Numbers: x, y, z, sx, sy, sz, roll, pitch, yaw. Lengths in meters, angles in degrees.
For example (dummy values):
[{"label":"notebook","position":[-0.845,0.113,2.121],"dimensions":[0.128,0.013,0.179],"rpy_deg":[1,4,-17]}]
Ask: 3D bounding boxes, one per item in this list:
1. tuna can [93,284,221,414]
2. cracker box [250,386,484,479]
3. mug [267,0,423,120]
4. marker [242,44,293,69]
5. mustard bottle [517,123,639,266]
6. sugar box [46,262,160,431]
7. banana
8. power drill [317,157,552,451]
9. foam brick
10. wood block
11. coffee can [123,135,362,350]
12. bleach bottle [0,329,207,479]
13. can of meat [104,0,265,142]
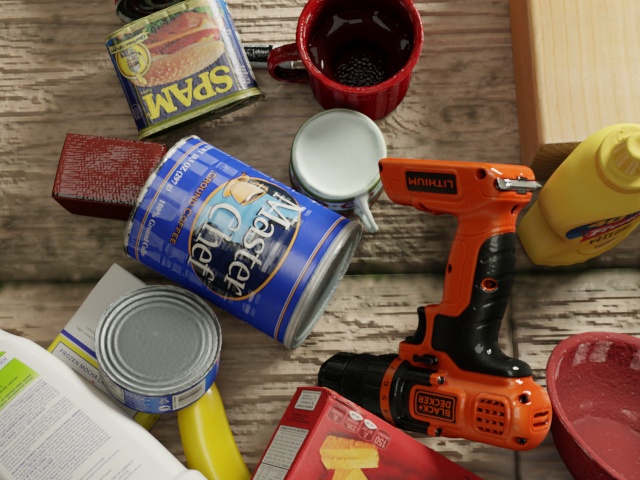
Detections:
[{"label":"tuna can","position":[-0.111,0.075,0.734],"dimensions":[0.086,0.034,0.086],"rpy_deg":[3,55,-5]},{"label":"cracker box","position":[0.015,0.226,0.693],"dimensions":[0.164,0.072,0.213],"rpy_deg":[33,73,-15]},{"label":"mug","position":[0.018,-0.138,0.810],"dimensions":[0.117,0.081,0.093],"rpy_deg":[-10,76,0]},{"label":"marker","position":[-0.082,-0.147,0.850],"dimensions":[0.121,0.020,0.020],"rpy_deg":[2,77,3]},{"label":"mustard bottle","position":[0.192,-0.034,0.720],"dimensions":[0.096,0.191,0.058],"rpy_deg":[-22,77,-3]},{"label":"sugar box","position":[-0.166,0.114,0.779],"dimensions":[0.093,0.048,0.176],"rpy_deg":[36,77,10]},{"label":"banana","position":[-0.046,0.177,0.754],"dimensions":[0.069,0.037,0.198],"rpy_deg":[-43,90,-16]},{"label":"power drill","position":[0.074,0.039,0.723],"dimensions":[0.185,0.057,0.188],"rpy_deg":[5,96,41]},{"label":"foam brick","position":[-0.156,-0.046,0.813],"dimensions":[0.078,0.053,0.051],"rpy_deg":[7,77,3]},{"label":"wood block","position":[0.193,-0.157,0.802],"dimensions":[0.090,0.091,0.206],"rpy_deg":[-3,77,2]},{"label":"coffee can","position":[-0.055,0.001,0.770],"dimensions":[0.140,0.103,0.103],"rpy_deg":[29,80,9]},{"label":"bleach bottle","position":[-0.195,0.116,0.724],"dimensions":[0.251,0.068,0.102],"rpy_deg":[42,72,15]},{"label":"can of meat","position":[-0.104,-0.131,0.814],"dimensions":[0.102,0.057,0.084],"rpy_deg":[-21,91,5]}]
